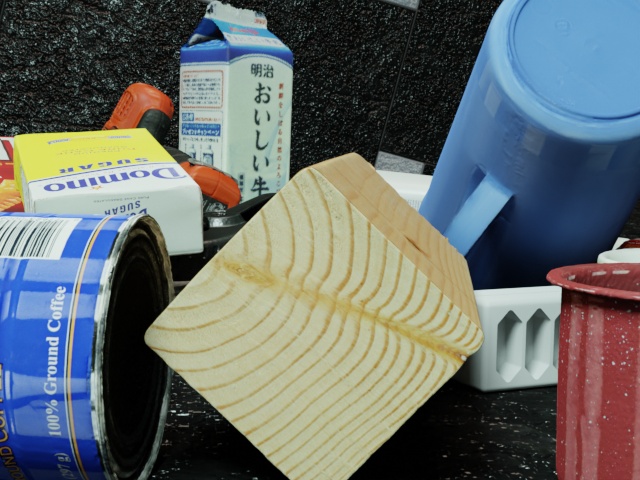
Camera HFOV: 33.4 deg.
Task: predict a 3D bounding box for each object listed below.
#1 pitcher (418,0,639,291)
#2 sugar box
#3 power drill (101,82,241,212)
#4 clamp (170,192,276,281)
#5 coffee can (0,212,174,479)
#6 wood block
[{"bbox_3d":[0.128,-0.041,0.640,0.145,0.149,0.243,0,-25,-1],"label":"pitcher"},{"bbox_3d":[-0.135,-0.032,0.654,0.093,0.048,0.176,-6,16,-18],"label":"sugar box"},{"bbox_3d":[-0.154,-0.027,0.891,0.057,0.184,0.188,21,10,-41],"label":"power drill"},{"bbox_3d":[-0.055,0.001,0.688,0.209,0.036,0.165,-12,15,-42],"label":"clamp"},{"bbox_3d":[-0.134,0.039,0.398,0.140,0.103,0.102,2,6,6],"label":"coffee can"},{"bbox_3d":[0.008,0.023,0.477,0.091,0.090,0.206,44,8,1],"label":"wood block"}]
